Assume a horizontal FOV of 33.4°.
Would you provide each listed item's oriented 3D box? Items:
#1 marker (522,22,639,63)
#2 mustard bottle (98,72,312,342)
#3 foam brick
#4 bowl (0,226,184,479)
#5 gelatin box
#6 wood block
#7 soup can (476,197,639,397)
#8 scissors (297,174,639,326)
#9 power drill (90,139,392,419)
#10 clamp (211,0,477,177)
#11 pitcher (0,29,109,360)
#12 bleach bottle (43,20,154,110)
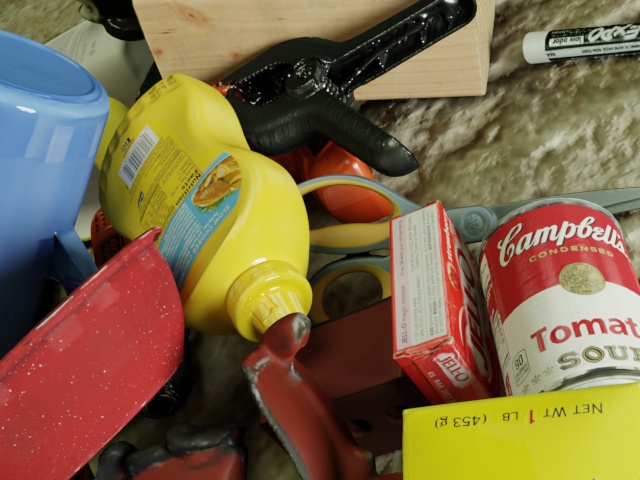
[{"bbox_3d":[0.172,-0.114,0.607,0.121,0.020,0.020,3,52,41],"label":"marker"},{"bbox_3d":[-0.055,-0.007,0.557,0.096,0.058,0.192,-55,41,14],"label":"mustard bottle"},{"bbox_3d":[0.017,0.070,0.512,0.078,0.053,0.051,-22,40,21],"label":"foam brick"},{"bbox_3d":[-0.115,0.068,0.494,0.162,0.055,0.162,-44,3,3],"label":"bowl"},{"bbox_3d":[0.061,0.038,0.493,0.030,0.073,0.089,-22,40,20],"label":"gelatin box"},{"bbox_3d":[0.001,-0.148,0.674,0.206,0.090,0.090,0,49,15],"label":"wood block"},{"bbox_3d":[0.108,0.040,0.457,0.069,0.068,0.102,-24,40,18],"label":"soup can"},{"bbox_3d":[0.071,0.010,0.551,0.202,0.016,0.096,7,93,15],"label":"scissors"},{"bbox_3d":[-0.054,0.001,0.639,0.188,0.057,0.184,-32,41,6],"label":"power drill"},{"bbox_3d":[0.009,-0.092,0.605,0.172,0.039,0.120,11,58,42],"label":"clamp"},{"bbox_3d":[-0.198,0.012,0.606,0.243,0.149,0.145,-65,34,20],"label":"pitcher"},{"bbox_3d":[-0.241,-0.129,0.923,0.251,0.068,0.102,-17,42,29],"label":"bleach bottle"}]
